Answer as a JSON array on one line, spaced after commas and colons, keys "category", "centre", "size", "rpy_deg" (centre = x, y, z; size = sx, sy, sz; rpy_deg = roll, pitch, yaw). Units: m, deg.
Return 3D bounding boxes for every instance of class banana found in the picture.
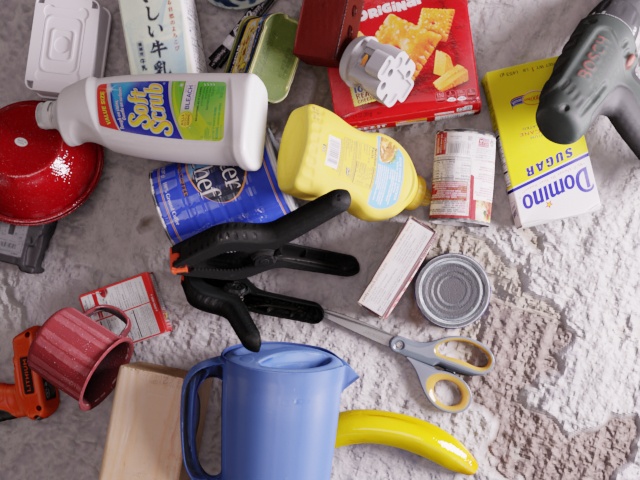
[{"category": "banana", "centre": [0.077, 0.222, 1.189], "size": [0.198, 0.037, 0.070], "rpy_deg": [3, 116, 8]}]

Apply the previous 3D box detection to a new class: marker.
[{"category": "marker", "centre": [-0.088, -0.247, 1.233], "size": [0.020, 0.020, 0.121], "rpy_deg": [40, 91, 6]}]

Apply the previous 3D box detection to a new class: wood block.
[{"category": "wood block", "centre": [-0.188, 0.245, 1.182], "size": [0.090, 0.091, 0.206], "rpy_deg": [10, 88, 6]}]

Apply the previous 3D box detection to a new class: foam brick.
[{"category": "foam brick", "centre": [0.009, -0.227, 1.138], "size": [0.051, 0.053, 0.078], "rpy_deg": [12, 92, 19]}]

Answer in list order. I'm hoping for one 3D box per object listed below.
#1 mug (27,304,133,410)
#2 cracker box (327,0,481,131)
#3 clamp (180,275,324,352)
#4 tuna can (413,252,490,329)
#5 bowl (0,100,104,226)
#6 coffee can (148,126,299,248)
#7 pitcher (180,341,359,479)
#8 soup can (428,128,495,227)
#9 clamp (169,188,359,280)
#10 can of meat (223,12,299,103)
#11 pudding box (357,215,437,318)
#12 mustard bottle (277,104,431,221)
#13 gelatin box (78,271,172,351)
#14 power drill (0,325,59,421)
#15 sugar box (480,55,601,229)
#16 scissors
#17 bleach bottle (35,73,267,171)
[{"category": "mug", "centre": [-0.258, 0.117, 1.173], "size": [0.081, 0.093, 0.117], "rpy_deg": [30, 63, 13]}, {"category": "cracker box", "centre": [0.084, -0.237, 1.191], "size": [0.164, 0.072, 0.214], "rpy_deg": [-8, 86, 5]}, {"category": "clamp", "centre": [-0.083, 0.066, 1.183], "size": [0.172, 0.120, 0.039], "rpy_deg": [33, 117, 38]}, {"category": "tuna can", "centre": [0.146, 0.056, 1.190], "size": [0.086, 0.033, 0.086], "rpy_deg": [0, 87, 5]}, {"category": "bowl", "centre": [-0.329, -0.100, 1.204], "size": [0.162, 0.055, 0.162], "rpy_deg": [0, 67, 0]}, {"category": "coffee can", "centre": [-0.106, -0.054, 1.183], "size": [0.140, 0.103, 0.103], "rpy_deg": [-20, 86, 4]}, {"category": "pitcher", "centre": [-0.058, 0.234, 1.141], "size": [0.149, 0.144, 0.243], "rpy_deg": [9, 99, 32]}, {"category": "soup can", "centre": [0.157, -0.068, 1.178], "size": [0.068, 0.068, 0.102], "rpy_deg": [4, 87, 5]}, {"category": "clamp", "centre": [-0.057, 0.001, 1.138], "size": [0.210, 0.164, 0.036], "rpy_deg": [-5, 59, -5]}, {"category": "can of meat", "centre": [-0.063, -0.201, 1.188], "size": [0.057, 0.084, 0.102], "rpy_deg": [19, 89, -23]}, {"category": "pudding box", "centre": [0.085, 0.032, 1.169], "size": [0.039, 0.090, 0.113], "rpy_deg": [30, 90, 6]}, {"category": "mustard bottle", "centre": [0.046, -0.073, 1.156], "size": [0.191, 0.058, 0.096], "rpy_deg": [18, 72, -32]}, {"category": "gelatin box", "centre": [-0.224, 0.084, 1.224], "size": [0.089, 0.030, 0.073], "rpy_deg": [-20, 86, 6]}, {"category": "power drill", "centre": [-0.403, 0.151, 1.224], "size": [0.188, 0.057, 0.184], "rpy_deg": [-11, 90, 7]}, {"category": "sugar box", "centre": [0.244, -0.108, 1.183], "size": [0.093, 0.048, 0.176], "rpy_deg": [-14, 84, 1]}, {"category": "scissors", "centre": [0.093, 0.137, 1.200], "size": [0.202, 0.016, 0.096], "rpy_deg": [7, 88, 6]}, {"category": "bleach bottle", "centre": [-0.185, -0.126, 1.136], "size": [0.251, 0.068, 0.102], "rpy_deg": [1, 77, 15]}]
